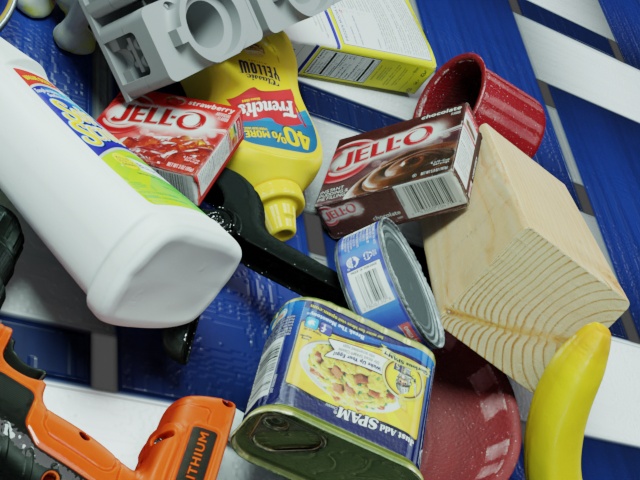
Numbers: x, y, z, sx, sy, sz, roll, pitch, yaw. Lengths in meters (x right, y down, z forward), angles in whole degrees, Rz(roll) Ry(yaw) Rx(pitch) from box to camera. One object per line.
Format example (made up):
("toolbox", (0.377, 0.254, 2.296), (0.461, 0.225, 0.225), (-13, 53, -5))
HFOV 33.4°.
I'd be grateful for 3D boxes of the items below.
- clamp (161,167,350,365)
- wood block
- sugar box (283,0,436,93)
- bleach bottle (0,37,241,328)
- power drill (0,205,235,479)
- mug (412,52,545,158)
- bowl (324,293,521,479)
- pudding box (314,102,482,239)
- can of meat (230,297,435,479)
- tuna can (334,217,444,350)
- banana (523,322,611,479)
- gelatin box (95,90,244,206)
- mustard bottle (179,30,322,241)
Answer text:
("clamp", (-0.054, 0.001, 0.675), (0.120, 0.039, 0.171), (-5, 48, -19))
("wood block", (0.135, 0.005, 0.770), (0.090, 0.090, 0.206), (36, 20, -15))
("sugar box", (0.011, -0.183, 0.922), (0.175, 0.048, 0.093), (2, 54, -34))
("bleach bottle", (-0.159, -0.054, 0.614), (0.251, 0.068, 0.102), (42, 11, 23))
("power drill", (-0.140, 0.079, 0.554), (0.187, 0.057, 0.184), (30, 41, -13))
("mug", (0.135, -0.107, 0.934), (0.081, 0.093, 0.117), (25, 13, -28))
("bowl", (0.051, 0.104, 0.690), (0.162, 0.055, 0.162), (23, 44, -23))
("pudding box", (0.059, -0.051, 0.792), (0.039, 0.114, 0.090), (61, 30, -32))
("can of meat", (0.011, 0.088, 0.586), (0.102, 0.058, 0.084), (26, 47, -11))
("tuna can", (0.042, 0.031, 0.646), (0.086, 0.034, 0.086), (57, 17, -28))
("banana", (0.167, 0.143, 0.703), (0.037, 0.069, 0.198), (-107, -179, -65))
("gelatin box", (-0.104, -0.064, 0.691), (0.089, 0.030, 0.073), (13, 46, 16))
("mustard bottle", (-0.048, -0.081, 0.770), (0.096, 0.058, 0.192), (8, 51, -34))
